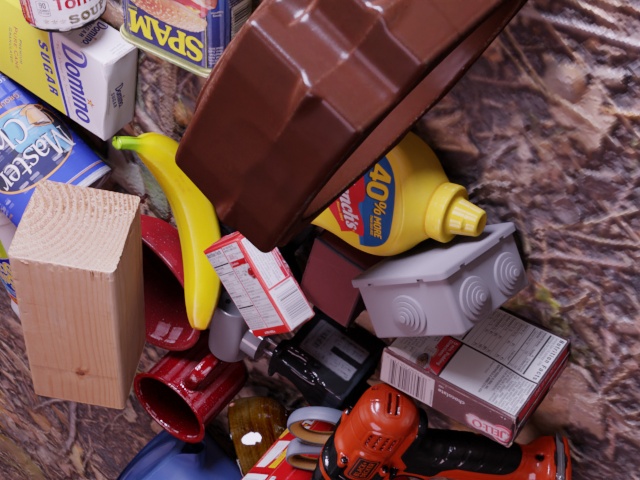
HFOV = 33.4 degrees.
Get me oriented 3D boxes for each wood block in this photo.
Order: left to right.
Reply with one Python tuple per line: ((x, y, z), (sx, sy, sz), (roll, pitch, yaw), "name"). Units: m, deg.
((-0.212, 0.054, 0.957), (0.091, 0.090, 0.206), (10, 139, 1), "wood block")

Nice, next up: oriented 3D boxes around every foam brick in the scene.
((0.023, 0.020, 0.842), (0.051, 0.052, 0.078), (35, 144, 14), "foam brick")

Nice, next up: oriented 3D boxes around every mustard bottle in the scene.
((0.031, -0.041, 0.767), (0.192, 0.058, 0.096), (21, 121, 28), "mustard bottle")

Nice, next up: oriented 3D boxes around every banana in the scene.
((-0.120, -0.018, 0.930), (0.037, 0.069, 0.198), (16, 133, 51), "banana")

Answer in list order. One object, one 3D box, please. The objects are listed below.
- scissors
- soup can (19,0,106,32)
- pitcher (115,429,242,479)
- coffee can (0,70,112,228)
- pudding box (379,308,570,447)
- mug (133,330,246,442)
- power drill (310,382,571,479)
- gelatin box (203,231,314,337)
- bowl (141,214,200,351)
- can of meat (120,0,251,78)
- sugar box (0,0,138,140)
((0.059, 0.164, 0.899), (0.202, 0.016, 0.096), (-10, 136, 19), "scissors")
((-0.205, -0.219, 0.815), (0.069, 0.068, 0.102), (25, 140, 26), "soup can")
((-0.124, 0.332, 1.239), (0.243, 0.145, 0.149), (49, 176, -11), "pitcher")
((-0.279, -0.083, 0.995), (0.140, 0.102, 0.103), (48, 144, -4), "coffee can")
((0.114, 0.089, 0.788), (0.114, 0.089, 0.039), (27, 139, 24), "pudding box")
((-0.126, 0.140, 1.084), (0.093, 0.081, 0.117), (41, 145, 5), "mug")
((0.093, 0.190, 0.866), (0.187, 0.057, 0.185), (13, 144, -9), "power drill")
((-0.051, 0.033, 0.871), (0.089, 0.030, 0.073), (60, 153, -6), "gelatin box")
((-0.163, 0.029, 1.033), (0.162, 0.055, 0.162), (26, 141, 24), "bowl")
((-0.096, -0.176, 0.762), (0.102, 0.057, 0.084), (27, 138, 22), "can of meat")
((-0.238, -0.169, 0.917), (0.176, 0.048, 0.093), (35, 143, 15), "sugar box")
